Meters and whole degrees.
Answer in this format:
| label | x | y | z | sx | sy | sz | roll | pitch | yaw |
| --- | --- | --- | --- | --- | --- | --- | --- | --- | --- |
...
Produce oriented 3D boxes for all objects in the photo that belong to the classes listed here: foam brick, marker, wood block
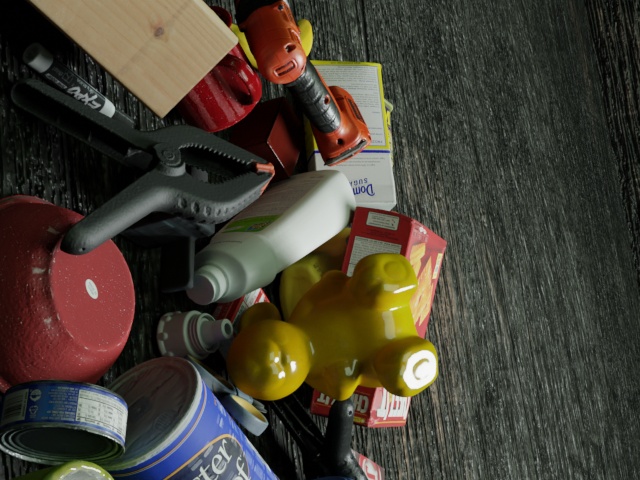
| label | x | y | z | sx | sy | sz | roll | pitch | yaw |
| --- | --- | --- | --- | --- | --- | --- | --- | --- | --- |
| foam brick | -0.055 | -0.100 | 1.093 | 0.053 | 0.051 | 0.078 | 58 | 32 | -34 |
| marker | -0.194 | -0.120 | 0.868 | 0.121 | 0.020 | 0.020 | 40 | 44 | -50 |
| wood block | -0.171 | -0.200 | 0.801 | 0.206 | 0.091 | 0.090 | 43 | 6 | -34 |

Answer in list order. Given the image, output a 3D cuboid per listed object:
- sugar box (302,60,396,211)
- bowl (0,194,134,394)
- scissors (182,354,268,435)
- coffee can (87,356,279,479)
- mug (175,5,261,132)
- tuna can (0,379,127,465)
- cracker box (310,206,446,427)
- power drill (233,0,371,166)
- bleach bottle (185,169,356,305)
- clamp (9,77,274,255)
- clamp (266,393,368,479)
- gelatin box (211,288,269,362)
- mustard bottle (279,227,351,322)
| label | x | y | z | sx | sy | sz | roll | pitch | yaw |
| --- | --- | --- | --- | --- | --- | --- | --- | --- | --- |
| sugar box | 0.030 | -0.118 | 1.223 | 0.048 | 0.093 | 0.176 | 132 | -44 | -71 |
| bowl | -0.184 | 0.040 | 0.773 | 0.162 | 0.055 | 0.162 | 36 | 47 | -52 |
| scissors | -0.059 | 0.147 | 0.921 | 0.016 | 0.096 | 0.201 | -49 | 148 | -4 |
| coffee can | -0.103 | 0.173 | 0.815 | 0.140 | 0.103 | 0.102 | 59 | 32 | -32 |
| mug | -0.097 | -0.151 | 0.972 | 0.093 | 0.117 | 0.081 | -52 | 135 | -22 |
| tuna can | -0.174 | 0.124 | 0.720 | 0.086 | 0.086 | 0.034 | 41 | 42 | -50 |
| cracker box | 0.066 | 0.085 | 1.116 | 0.164 | 0.072 | 0.214 | 27 | 75 | -70 |
| power drill | -0.024 | -0.177 | 1.074 | 0.187 | 0.057 | 0.184 | 50 | 16 | -43 |
| bleach bottle | -0.057 | 0.001 | 0.998 | 0.250 | 0.103 | 0.068 | -39 | 113 | -58 |
| clamp | -0.124 | -0.046 | 0.811 | 0.209 | 0.036 | 0.164 | 8 | 46 | -33 |
| clamp | -0.001 | 0.201 | 1.022 | 0.039 | 0.120 | 0.171 | -28 | 122 | -30 |
| gelatin box | -0.067 | 0.089 | 1.007 | 0.089 | 0.030 | 0.073 | 61 | 32 | -28 |
| mustard bottle | 0.019 | 0.038 | 1.164 | 0.191 | 0.058 | 0.096 | -41 | 121 | -60 |
